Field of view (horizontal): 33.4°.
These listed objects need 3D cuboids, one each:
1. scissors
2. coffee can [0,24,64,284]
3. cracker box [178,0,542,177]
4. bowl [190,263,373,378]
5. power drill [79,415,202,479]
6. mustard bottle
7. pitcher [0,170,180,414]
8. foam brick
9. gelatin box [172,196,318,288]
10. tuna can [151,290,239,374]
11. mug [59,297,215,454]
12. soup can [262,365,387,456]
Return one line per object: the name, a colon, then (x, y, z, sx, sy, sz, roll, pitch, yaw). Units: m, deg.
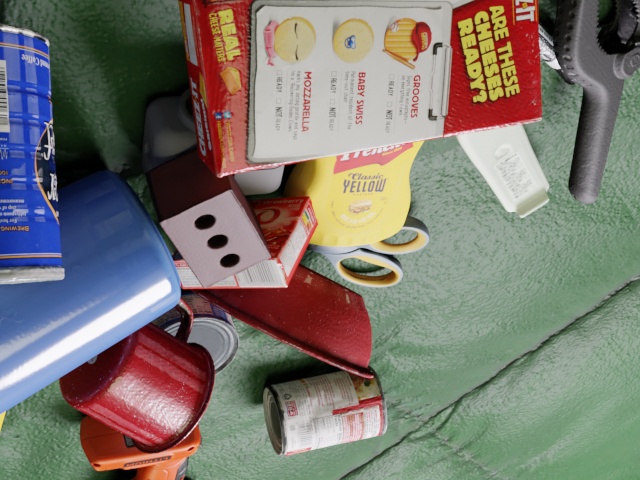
scissors: (0.009, -0.010, 0.859, 0.096, 0.016, 0.201, -35, 138, 28)
coffee can: (-0.203, -0.044, 0.610, 0.103, 0.140, 0.103, -4, 178, 0)
cracker box: (0.022, -0.140, 0.651, 0.213, 0.072, 0.164, -11, 110, -15)
bowl: (-0.020, 0.048, 0.834, 0.161, 0.162, 0.055, 27, 89, -42)
power drill: (-0.187, 0.231, 0.997, 0.184, 0.057, 0.188, -10, 140, -22)
mustard bottle: (0.032, -0.081, 0.769, 0.096, 0.058, 0.192, -2, 134, -16)
pitcher: (-0.226, 0.042, 0.713, 0.242, 0.145, 0.149, -29, 137, -15)
foam brick: (-0.074, -0.016, 0.707, 0.053, 0.051, 0.078, -26, 139, 2)
gelatin box: (-0.055, 0.001, 0.771, 0.089, 0.073, 0.030, -2, 127, 24)
tuna can: (-0.113, 0.082, 0.890, 0.086, 0.034, 0.086, -13, 138, -13)
mug: (-0.135, 0.091, 0.804, 0.081, 0.093, 0.117, 38, 69, -37)
soup can: (0.004, 0.160, 1.002, 0.102, 0.068, 0.068, -9, 137, -16)
